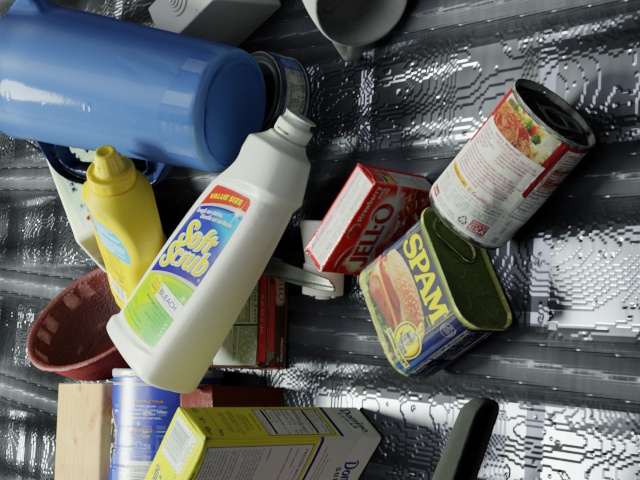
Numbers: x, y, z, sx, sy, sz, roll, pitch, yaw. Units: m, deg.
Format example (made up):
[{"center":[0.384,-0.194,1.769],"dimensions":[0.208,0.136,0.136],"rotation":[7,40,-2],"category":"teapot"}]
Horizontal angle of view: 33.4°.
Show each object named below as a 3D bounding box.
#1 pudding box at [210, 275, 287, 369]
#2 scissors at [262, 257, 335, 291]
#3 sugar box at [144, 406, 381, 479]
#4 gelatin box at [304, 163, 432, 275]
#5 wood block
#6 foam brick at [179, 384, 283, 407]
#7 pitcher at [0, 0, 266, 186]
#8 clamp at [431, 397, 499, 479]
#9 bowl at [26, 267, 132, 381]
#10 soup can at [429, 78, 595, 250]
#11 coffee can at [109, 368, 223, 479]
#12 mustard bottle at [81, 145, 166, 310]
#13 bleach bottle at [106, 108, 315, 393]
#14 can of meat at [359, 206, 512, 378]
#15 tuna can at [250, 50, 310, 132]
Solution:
[{"center":[-0.077,0.072,0.977],"dimensions":[0.114,0.039,0.090],"rotation":[-6,79,46],"category":"pudding box"},{"center":[-0.056,0.001,0.923],"dimensions":[0.202,0.016,0.096],"rotation":[-7,81,47],"category":"scissors"},{"center":[-0.045,0.174,0.819],"dimensions":[0.048,0.175,0.093],"rotation":[45,117,40],"category":"sugar box"},{"center":[0.041,-0.013,0.828],"dimensions":[0.089,0.073,0.030],"rotation":[-59,46,25],"category":"gelatin box"},{"center":[-0.204,0.245,1.055],"dimensions":[0.090,0.090,0.206],"rotation":[-9,78,48],"category":"wood block"},{"center":[-0.078,0.155,0.935],"dimensions":[0.051,0.078,0.053],"rotation":[-18,71,48],"category":"foam brick"},{"center":[-0.174,-0.126,0.961],"dimensions":[0.243,0.149,0.145],"rotation":[15,77,28],"category":"pitcher"},{"center":[0.069,0.204,0.679],"dimensions":[0.210,0.036,0.164],"rotation":[-35,60,42],"category":"clamp"},{"center":[-0.212,0.089,1.079],"dimensions":[0.162,0.055,0.162],"rotation":[-20,33,14],"category":"bowl"},{"center":[0.131,-0.051,0.737],"dimensions":[0.102,0.068,0.068],"rotation":[-53,49,30],"category":"soup can"},{"center":[-0.142,0.189,0.984],"dimensions":[0.103,0.102,0.140],"rotation":[-7,79,48],"category":"coffee can"},{"center":[-0.172,-0.009,0.958],"dimensions":[0.096,0.058,0.191],"rotation":[46,155,37],"category":"mustard bottle"},{"center":[-0.084,0.000,0.896],"dimensions":[0.251,0.068,0.103],"rotation":[-59,43,12],"category":"bleach bottle"},{"center":[0.082,0.040,0.788],"dimensions":[0.084,0.057,0.102],"rotation":[-43,54,39],"category":"can of meat"},{"center":[-0.050,-0.129,0.978],"dimensions":[0.086,0.033,0.086],"rotation":[-9,77,48],"category":"tuna can"}]
